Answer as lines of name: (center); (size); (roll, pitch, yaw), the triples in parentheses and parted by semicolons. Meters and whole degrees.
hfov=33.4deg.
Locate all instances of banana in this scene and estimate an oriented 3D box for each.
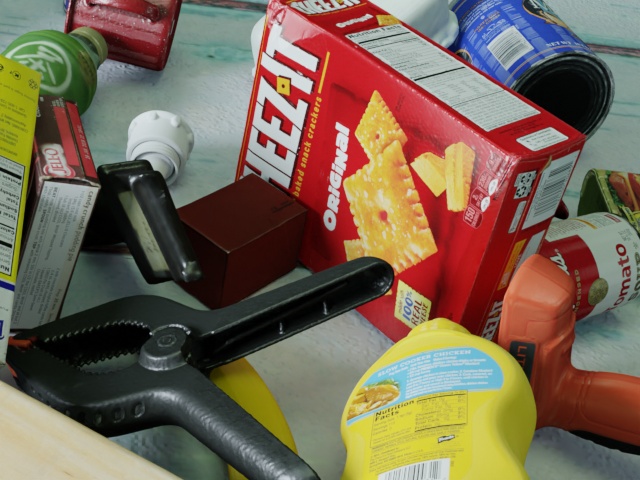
banana: (-0.053, 0.097, 0.566); (0.069, 0.037, 0.198); (-3, 39, -21)

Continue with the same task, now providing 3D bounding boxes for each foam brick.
foam brick: (-0.054, 0.001, 0.684); (0.053, 0.051, 0.078); (35, 41, 26)

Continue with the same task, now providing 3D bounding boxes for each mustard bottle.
mustard bottle: (0.056, 0.094, 0.517); (0.096, 0.058, 0.191); (-18, 24, 17)

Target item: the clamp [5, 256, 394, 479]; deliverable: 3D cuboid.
clamp: (-0.067, 0.059, 0.557); (0.210, 0.036, 0.164); (4, 38, 24)

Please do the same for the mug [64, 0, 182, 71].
mug: (-0.158, -0.187, 0.865); (0.081, 0.093, 0.117); (14, 0, -7)

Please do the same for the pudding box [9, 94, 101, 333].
pudding box: (-0.164, -0.015, 0.619); (0.039, 0.114, 0.090); (6, 35, -26)

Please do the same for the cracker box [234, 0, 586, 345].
cracker box: (0.041, -0.042, 0.676); (0.071, 0.164, 0.214); (-20, 47, -40)

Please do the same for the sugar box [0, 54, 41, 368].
sugar box: (-0.196, -0.007, 0.564); (0.048, 0.094, 0.176); (22, 54, -41)

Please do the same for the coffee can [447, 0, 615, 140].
coffee can: (0.172, -0.150, 0.913); (0.102, 0.103, 0.140); (-2, 38, -20)
